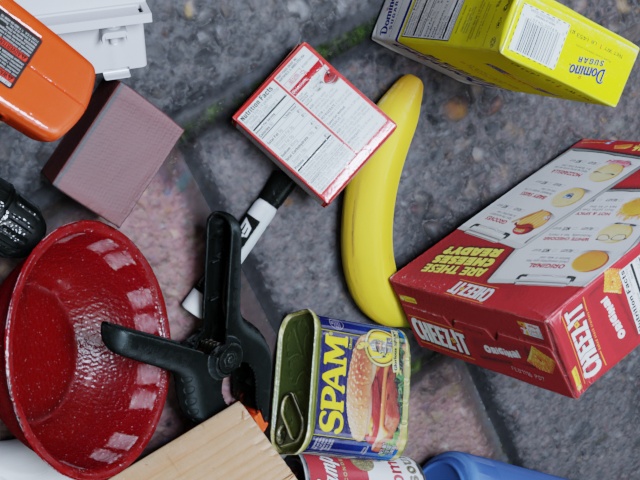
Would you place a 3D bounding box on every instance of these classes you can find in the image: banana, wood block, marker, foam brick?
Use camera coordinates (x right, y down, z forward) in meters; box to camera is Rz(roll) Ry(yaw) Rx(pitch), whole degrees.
[{"bbox_3d":[0.045,-0.020,0.777,0.069,0.037,0.198,-15,110,-39],"label":"banana"},{"bbox_3d":[-0.112,0.207,0.689,0.205,0.091,0.090,-29,143,-17],"label":"wood block"},{"bbox_3d":[-0.055,0.001,0.746,0.020,0.020,0.121,36,87,-25],"label":"marker"},{"bbox_3d":[-0.133,-0.058,0.682,0.051,0.053,0.078,34,89,-25],"label":"foam brick"}]

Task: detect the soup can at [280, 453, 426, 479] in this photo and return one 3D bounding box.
[{"bbox_3d":[0.020,0.192,0.794,0.102,0.069,0.068,9,98,-25],"label":"soup can"}]

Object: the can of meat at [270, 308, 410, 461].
[{"bbox_3d":[0.016,0.107,0.767,0.083,0.058,0.102,12,73,-27],"label":"can of meat"}]

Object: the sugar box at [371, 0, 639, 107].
[{"bbox_3d":[0.113,-0.129,0.699,0.093,0.176,0.048,20,92,-25],"label":"sugar box"}]

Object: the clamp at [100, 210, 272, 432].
[{"bbox_3d":[-0.070,0.065,0.725,0.120,0.039,0.171,-49,139,-17],"label":"clamp"}]

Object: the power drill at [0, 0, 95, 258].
[{"bbox_3d":[-0.201,-0.063,0.585,0.184,0.188,0.057,36,55,-26],"label":"power drill"}]

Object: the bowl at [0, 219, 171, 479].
[{"bbox_3d":[-0.161,0.070,0.672,0.162,0.055,0.162,22,65,-62],"label":"bowl"}]

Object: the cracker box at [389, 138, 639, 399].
[{"bbox_3d":[0.183,0.009,0.749,0.213,0.164,0.072,-35,114,-23],"label":"cracker box"}]

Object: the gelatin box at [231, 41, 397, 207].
[{"bbox_3d":[-0.005,-0.079,0.728,0.089,0.030,0.073,42,84,0],"label":"gelatin box"}]
